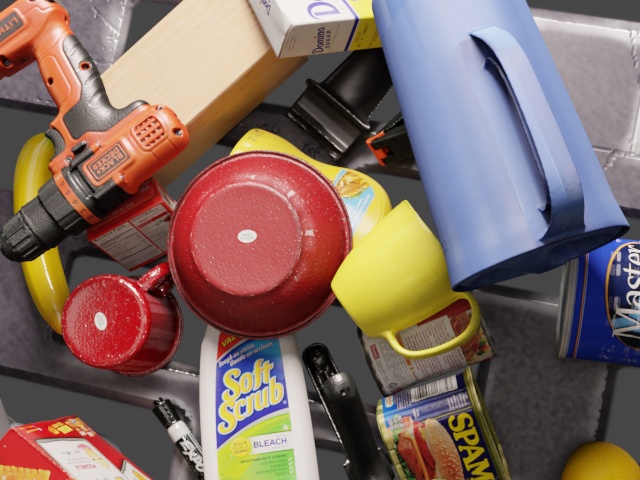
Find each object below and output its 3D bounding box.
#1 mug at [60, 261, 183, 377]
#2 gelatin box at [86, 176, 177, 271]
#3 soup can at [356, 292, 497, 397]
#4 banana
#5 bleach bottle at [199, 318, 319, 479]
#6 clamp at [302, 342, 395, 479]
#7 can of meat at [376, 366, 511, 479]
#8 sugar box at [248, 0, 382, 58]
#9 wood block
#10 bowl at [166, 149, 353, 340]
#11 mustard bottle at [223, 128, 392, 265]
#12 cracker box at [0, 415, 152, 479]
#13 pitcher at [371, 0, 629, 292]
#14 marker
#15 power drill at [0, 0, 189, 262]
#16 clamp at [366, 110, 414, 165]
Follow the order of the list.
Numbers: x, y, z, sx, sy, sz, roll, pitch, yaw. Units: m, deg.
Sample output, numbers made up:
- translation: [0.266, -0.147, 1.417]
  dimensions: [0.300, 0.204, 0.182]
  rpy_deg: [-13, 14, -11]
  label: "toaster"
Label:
- translation: [-0.168, 0.065, 0.941]
  dimensions: [0.117, 0.081, 0.093]
  rpy_deg: [-45, 78, 2]
  label: "mug"
- translation: [-0.159, -0.013, 0.945]
  dimensions: [0.073, 0.089, 0.030]
  rpy_deg: [-27, 64, 5]
  label: "gelatin box"
- translation: [0.090, 0.084, 0.901]
  dimensions: [0.102, 0.068, 0.068]
  rpy_deg: [-22, 79, 7]
  label: "soup can"
- translation: [-0.255, -0.012, 0.979]
  dimensions: [0.037, 0.070, 0.198]
  rpy_deg: [-2, 87, -36]
  label: "banana"
- translation: [-0.065, 0.122, 0.920]
  dimensions: [0.102, 0.068, 0.251]
  rpy_deg: [-11, 74, 0]
  label: "bleach bottle"
- translation: [0.038, 0.184, 0.863]
  dimensions: [0.036, 0.164, 0.210]
  rpy_deg: [-23, 89, -4]
  label: "clamp"
- translation: [0.101, 0.165, 0.880]
  dimensions: [0.084, 0.057, 0.102]
  rpy_deg: [-19, 110, 9]
  label: "can of meat"
- translation: [0.031, -0.208, 0.904]
  dimensions: [0.175, 0.048, 0.093]
  rpy_deg: [-10, 58, -27]
  label: "sugar box"
- translation: [-0.122, -0.136, 0.955]
  dimensions: [0.206, 0.090, 0.091]
  rpy_deg: [-42, 78, 2]
  label: "wood block"
- translation: [-0.056, 0.001, 0.878]
  dimensions: [0.162, 0.055, 0.162]
  rpy_deg: [-1, 85, 9]
  label: "bowl"
- translation: [0.004, -0.022, 0.932]
  dimensions: [0.192, 0.058, 0.096]
  rpy_deg: [24, 64, 11]
  label: "mustard bottle"
- translation: [-0.164, 0.237, 0.864]
  dimensions: [0.214, 0.164, 0.072]
  rpy_deg: [39, 87, 7]
  label: "cracker box"
- translation: [0.125, -0.094, 0.781]
  dimensions: [0.149, 0.144, 0.243]
  rpy_deg: [-28, 76, 39]
  label: "pitcher"
- translation: [-0.112, 0.190, 0.946]
  dimensions: [0.020, 0.020, 0.121]
  rpy_deg: [-38, 78, 3]
  label: "marker"
- translation: [-0.229, -0.097, 0.894]
  dimensions: [0.184, 0.057, 0.188]
  rpy_deg: [-37, 82, 0]
  label: "power drill"
- translation: [0.119, -0.116, 0.904]
  dimensions: [0.171, 0.120, 0.039]
  rpy_deg: [-37, 103, 7]
  label: "clamp"
